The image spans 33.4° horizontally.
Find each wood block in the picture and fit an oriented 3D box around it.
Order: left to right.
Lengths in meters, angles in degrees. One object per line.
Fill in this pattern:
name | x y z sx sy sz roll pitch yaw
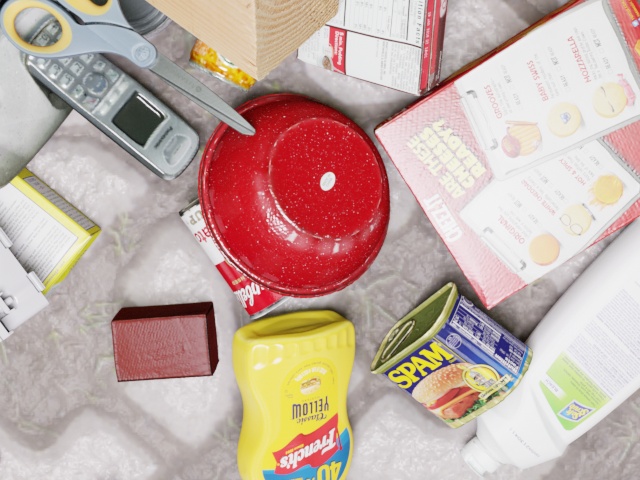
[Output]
wood block | -0.091 -0.216 0.737 0.206 0.091 0.090 37 65 18

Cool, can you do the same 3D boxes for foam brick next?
foam brick | -0.124 0.081 0.855 0.078 0.053 0.051 -4 98 2

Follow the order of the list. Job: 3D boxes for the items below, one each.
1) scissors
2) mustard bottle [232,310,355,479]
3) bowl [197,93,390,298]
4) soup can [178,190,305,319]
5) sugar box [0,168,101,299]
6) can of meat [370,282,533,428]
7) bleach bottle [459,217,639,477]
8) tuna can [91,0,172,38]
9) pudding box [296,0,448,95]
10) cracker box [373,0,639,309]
scissors | -0.146 -0.126 0.759 0.096 0.016 0.201 -39 96 2
mustard bottle | -0.020 0.156 0.851 0.096 0.058 0.192 -10 109 -29
bowl | -0.007 -0.040 0.797 0.161 0.055 0.162 5 77 -24
soup can | -0.055 0.001 0.835 0.068 0.068 0.102 -34 96 5
sugar box | -0.273 -0.027 0.846 0.176 0.048 0.093 40 97 -1
can of meat | 0.102 0.093 0.834 0.084 0.057 0.102 37 138 -8
bleach bottle | 0.205 0.089 0.848 0.102 0.068 0.251 45 99 -6
tuna can | -0.148 -0.198 0.825 0.086 0.034 0.086 0 98 1
pudding box | 0.037 -0.165 0.786 0.114 0.039 0.090 20 125 25
cracker box | 0.172 -0.075 0.819 0.214 0.072 0.164 -32 96 6
